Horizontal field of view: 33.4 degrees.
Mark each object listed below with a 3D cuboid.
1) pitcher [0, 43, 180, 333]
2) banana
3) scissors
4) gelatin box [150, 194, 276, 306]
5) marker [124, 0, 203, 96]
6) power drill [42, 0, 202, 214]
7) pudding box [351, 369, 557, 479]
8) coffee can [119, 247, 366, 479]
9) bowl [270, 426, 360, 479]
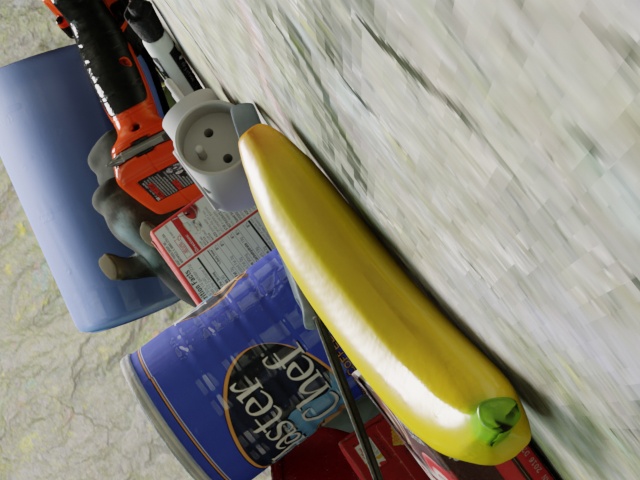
[{"bbox_3d":[-0.196,-0.049,0.937,0.149,0.145,0.243,-174,64,-79],"label":"pitcher"},{"bbox_3d":[0.024,0.022,0.397,0.198,0.037,0.069,47,155,48],"label":"banana"},{"bbox_3d":[-0.009,0.014,0.497,0.096,0.016,0.202,71,178,-50],"label":"scissors"},{"bbox_3d":[-0.055,0.001,0.691,0.073,0.089,0.030,52,176,23],"label":"gelatin box"},{"bbox_3d":[-0.096,-0.115,0.695,0.020,0.020,0.121,51,175,32],"label":"marker"},{"bbox_3d":[-0.140,-0.114,0.762,0.188,0.057,0.184,62,-177,13],"label":"power drill"},{"bbox_3d":[0.062,0.090,0.465,0.090,0.039,0.113,54,176,-6],"label":"pudding box"},{"bbox_3d":[-0.030,0.069,0.623,0.103,0.140,0.103,53,176,5],"label":"coffee can"},{"bbox_3d":[0.024,0.183,0.678,0.162,0.055,0.162,-20,-90,-80],"label":"bowl"}]
